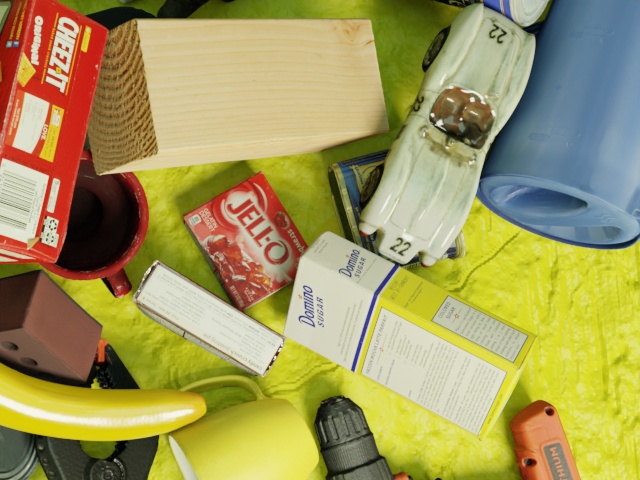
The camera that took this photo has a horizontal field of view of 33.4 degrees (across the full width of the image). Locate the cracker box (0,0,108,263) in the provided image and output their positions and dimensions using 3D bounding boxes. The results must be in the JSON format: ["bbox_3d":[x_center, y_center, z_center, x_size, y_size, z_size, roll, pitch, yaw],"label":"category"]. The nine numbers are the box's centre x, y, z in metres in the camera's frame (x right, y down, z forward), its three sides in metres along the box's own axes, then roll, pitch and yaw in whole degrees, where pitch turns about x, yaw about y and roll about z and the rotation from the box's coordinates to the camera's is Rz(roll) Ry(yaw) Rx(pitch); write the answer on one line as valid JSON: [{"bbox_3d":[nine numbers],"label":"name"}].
[{"bbox_3d":[-0.250,-0.067,0.726,0.072,0.214,0.164,23,71,-48],"label":"cracker box"}]

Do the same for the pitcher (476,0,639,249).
[{"bbox_3d":[0.212,-0.126,0.855,0.149,0.145,0.243,25,76,-16],"label":"pitcher"}]

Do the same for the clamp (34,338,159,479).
[{"bbox_3d":[-0.154,0.180,0.789,0.164,0.036,0.210,11,70,-30],"label":"clamp"}]

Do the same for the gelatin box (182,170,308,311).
[{"bbox_3d":[-0.056,0.001,0.840,0.073,0.030,0.089,-30,88,-11],"label":"gelatin box"}]

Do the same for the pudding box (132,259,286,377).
[{"bbox_3d":[-0.083,0.060,0.798,0.113,0.090,0.039,29,80,-3],"label":"pudding box"}]

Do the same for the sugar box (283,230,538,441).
[{"bbox_3d":[0.062,0.070,0.792,0.176,0.093,0.048,29,46,15],"label":"sugar box"}]

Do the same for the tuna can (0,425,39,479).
[{"bbox_3d":[-0.238,0.137,0.768,0.034,0.086,0.086,-8,82,24],"label":"tuna can"}]

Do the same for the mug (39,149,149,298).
[{"bbox_3d":[-0.175,-0.009,0.794,0.093,0.082,0.117,-35,104,-16],"label":"mug"}]

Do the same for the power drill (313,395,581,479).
[{"bbox_3d":[0.101,0.188,0.827,0.187,0.057,0.184,-18,85,-8],"label":"power drill"}]

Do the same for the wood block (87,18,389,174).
[{"bbox_3d":[-0.060,-0.107,0.775,0.205,0.090,0.091,-10,90,-40],"label":"wood block"}]

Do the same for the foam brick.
[{"bbox_3d":[-0.203,0.066,0.763,0.053,0.078,0.051,-12,49,23],"label":"foam brick"}]

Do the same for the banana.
[{"bbox_3d":[-0.178,0.109,0.739,0.197,0.070,0.037,21,41,-28],"label":"banana"}]

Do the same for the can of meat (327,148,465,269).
[{"bbox_3d":[0.058,-0.023,0.847,0.084,0.057,0.102,-15,85,-8],"label":"can of meat"}]
